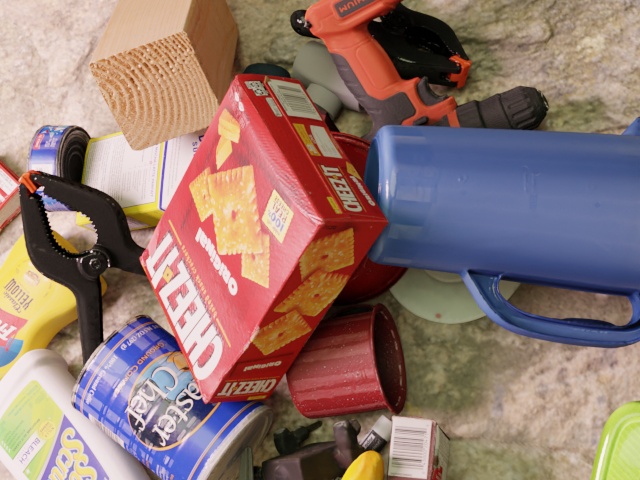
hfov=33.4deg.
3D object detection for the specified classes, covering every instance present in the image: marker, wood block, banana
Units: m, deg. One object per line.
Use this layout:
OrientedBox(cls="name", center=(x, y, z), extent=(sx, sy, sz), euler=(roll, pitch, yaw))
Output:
OrientedBox(cls="marker", center=(0.022, 0.200, 0.902), extent=(0.020, 0.020, 0.121), euler=(38, 85, 24))
OrientedBox(cls="wood block", center=(-0.137, -0.177, 0.983), extent=(0.091, 0.090, 0.206), euler=(-18, 30, 10))
OrientedBox(cls="banana", center=(0.011, 0.247, 0.850), extent=(0.037, 0.069, 0.198), euler=(25, 101, 4))

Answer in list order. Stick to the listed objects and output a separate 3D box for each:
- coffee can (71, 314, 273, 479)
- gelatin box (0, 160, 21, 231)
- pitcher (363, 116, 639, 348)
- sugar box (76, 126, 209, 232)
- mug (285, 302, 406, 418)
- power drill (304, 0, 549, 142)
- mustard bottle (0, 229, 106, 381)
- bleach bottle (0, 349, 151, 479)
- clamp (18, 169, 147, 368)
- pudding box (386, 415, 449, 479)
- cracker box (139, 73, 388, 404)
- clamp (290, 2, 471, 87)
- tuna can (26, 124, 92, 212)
OrientedBox(cls="coffee can", center=(-0.125, 0.144, 0.909), extent=(0.140, 0.102, 0.103), euler=(35, 84, 15))
OrientedBox(cls="gelatin box", center=(-0.347, -0.040, 1.090), extent=(0.073, 0.030, 0.089), euler=(40, 86, 26))
OrientedBox(cls="pitcher", center=(0.157, -0.016, 0.829), extent=(0.242, 0.145, 0.149), euler=(5, 32, -5))
OrientedBox(cls="sugar box", center=(-0.150, -0.063, 1.002), extent=(0.177, 0.048, 0.093), euler=(-7, 70, 33))
OrientedBox(cls="mug", center=(0.022, 0.097, 0.907), extent=(0.082, 0.093, 0.117), euler=(-11, 38, 18))
OrientedBox(cls="power drill", center=(0.084, -0.147, 0.933), extent=(0.185, 0.057, 0.187), euler=(-23, 99, 16))
OrientedBox(cls="mustard bottle", center=(-0.301, 0.081, 1.019), extent=(0.096, 0.058, 0.191), euler=(42, 88, 18))
OrientedBox(cls="bleach bottle", center=(-0.195, 0.213, 0.940), extent=(0.251, 0.068, 0.102), euler=(40, 93, 22))
OrientedBox(cls="clamp", center=(-0.191, 0.016, 0.971), extent=(0.164, 0.036, 0.210), euler=(-31, 102, -1))
OrientedBox(cls="pudding box", center=(0.076, 0.202, 0.846), extent=(0.039, 0.090, 0.113), euler=(4, 72, 15))
OrientedBox(cls="cracker box", center=(-0.056, 0.001, 0.847), extent=(0.214, 0.071, 0.164), euler=(-56, 48, 34))
OrientedBox(cls="clamp", center=(0.059, -0.192, 0.997), extent=(0.120, 0.039, 0.172), euler=(-37, 62, -22))
OrientedBox(cls="tuna can", center=(-0.250, -0.070, 1.040), extent=(0.034, 0.086, 0.086), euler=(0, 72, 15))
